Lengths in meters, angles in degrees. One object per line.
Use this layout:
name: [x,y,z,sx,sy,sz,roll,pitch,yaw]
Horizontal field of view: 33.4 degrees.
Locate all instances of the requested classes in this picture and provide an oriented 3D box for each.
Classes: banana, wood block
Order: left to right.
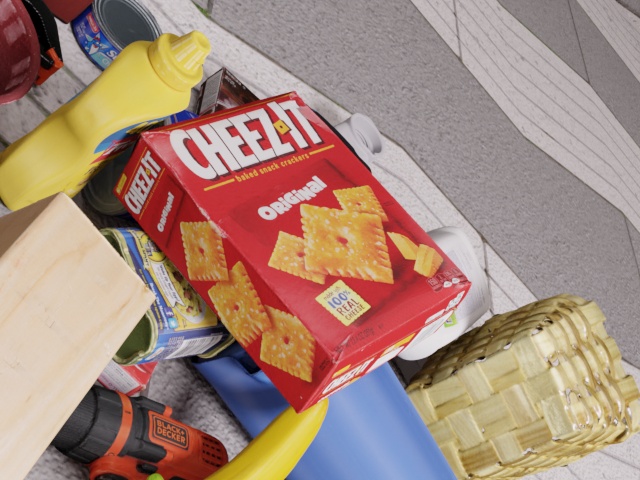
wood block: [-0.194,0.080,0.583,0.090,0.091,0.205,52,46,-22]
banana: [-0.053,0.155,0.698,0.037,0.070,0.197,36,25,18]

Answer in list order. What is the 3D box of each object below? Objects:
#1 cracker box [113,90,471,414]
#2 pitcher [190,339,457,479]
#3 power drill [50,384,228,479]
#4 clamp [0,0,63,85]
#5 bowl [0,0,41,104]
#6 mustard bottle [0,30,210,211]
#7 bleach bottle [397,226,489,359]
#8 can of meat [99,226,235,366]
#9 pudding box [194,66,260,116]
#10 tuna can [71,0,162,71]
cracker box: [-0.017,-0.002,0.766,0.163,0.072,0.214,-23,65,-45]
pitcher: [0.017,0.147,0.869,0.149,0.145,0.243,-40,101,-33]
power drill: [-0.127,0.183,0.678,0.184,0.057,0.187,30,39,-39]
clamp: [-0.262,-0.210,0.874,0.171,0.039,0.120,55,34,-11]
bowl: [-0.284,-0.153,0.768,0.162,0.055,0.162,36,36,-32]
mustard bottle: [-0.150,-0.091,0.769,0.058,0.192,0.096,56,30,-2]
bleach bottle: [0.088,0.045,0.941,0.102,0.068,0.250,68,19,4]
can of meat: [-0.117,0.038,0.769,0.083,0.058,0.102,-3,63,-52]
pudding box: [-0.073,-0.102,1.049,0.113,0.039,0.090,38,35,-29]
tuna can: [-0.184,-0.189,0.974,0.086,0.034,0.086,37,35,-32]
